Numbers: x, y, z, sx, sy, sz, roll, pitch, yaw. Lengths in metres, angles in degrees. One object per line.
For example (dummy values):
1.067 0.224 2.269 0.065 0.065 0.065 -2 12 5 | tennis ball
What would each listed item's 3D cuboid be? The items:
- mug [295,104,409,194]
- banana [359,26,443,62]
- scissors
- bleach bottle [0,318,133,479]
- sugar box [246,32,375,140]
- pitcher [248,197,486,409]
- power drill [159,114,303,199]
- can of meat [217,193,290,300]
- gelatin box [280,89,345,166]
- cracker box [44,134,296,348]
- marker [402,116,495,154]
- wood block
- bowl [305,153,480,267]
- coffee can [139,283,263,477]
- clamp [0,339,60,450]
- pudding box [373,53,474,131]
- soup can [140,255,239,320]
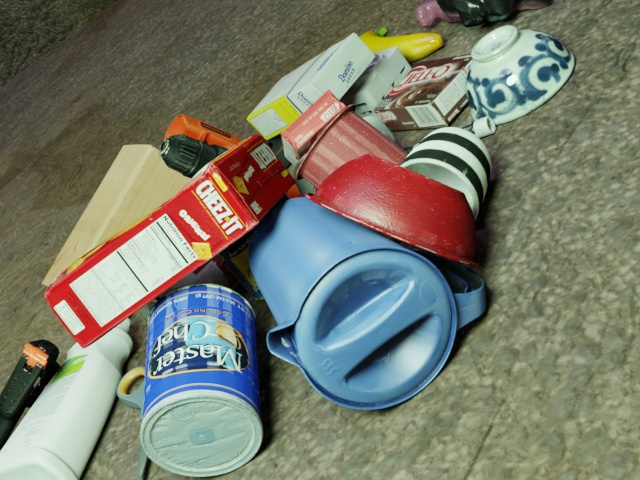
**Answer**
0.031 -0.065 1.052 0.093 0.081 0.117 -45 -9 -45 | mug
0.092 -0.259 1.410 0.069 0.037 0.198 -42 25 -5 | banana
-0.185 0.177 1.081 0.096 0.016 0.201 -23 28 27 | scissors
-0.258 0.168 1.145 0.103 0.068 0.250 -22 28 31 | bleach bottle
-0.014 -0.184 1.299 0.093 0.048 0.177 -52 19 -24 | sugar box
0.023 0.038 0.927 0.145 0.149 0.243 -54 22 4 | pitcher
-0.123 -0.092 1.246 0.057 0.184 0.188 -61 30 8 | power drill
-0.057 0.001 1.124 0.102 0.084 0.057 -38 25 3 | can of meat
-0.006 -0.119 1.175 0.073 0.030 0.089 -42 -9 -7 | gelatin box
-0.140 -0.005 1.010 0.214 0.072 0.164 -35 7 18 | cracker box
0.128 -0.103 1.124 0.121 0.020 0.020 -18 32 36 | marker
-0.245 -0.009 1.328 0.090 0.090 0.206 7 65 57 | wood block
0.071 -0.032 0.912 0.162 0.161 0.055 31 100 64 | bowl
-0.105 0.122 0.944 0.103 0.102 0.140 -30 35 17 | coffee can
-0.326 0.160 1.191 0.210 0.036 0.164 -55 4 47 | clamp
0.126 -0.167 1.210 0.090 0.039 0.114 -48 27 -20 | pudding box
-0.140 0.051 1.157 0.069 0.068 0.102 -3 35 52 | soup can
